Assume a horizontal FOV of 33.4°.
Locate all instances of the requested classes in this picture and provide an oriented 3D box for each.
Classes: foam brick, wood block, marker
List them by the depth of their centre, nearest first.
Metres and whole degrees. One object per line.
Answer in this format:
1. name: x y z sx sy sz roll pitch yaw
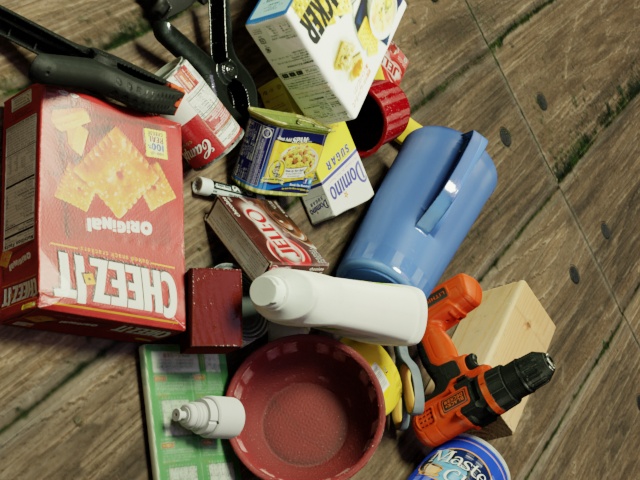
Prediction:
1. foam brick: -0.105 0.068 1.022 0.051 0.053 0.078 3 76 -17
2. marker: -0.089 -0.049 1.172 0.120 0.020 0.020 13 65 -45
3. wood block: 0.223 0.157 1.386 0.091 0.090 0.205 54 42 -17

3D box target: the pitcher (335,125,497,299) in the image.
1. pitcher: 0.118 -0.023 1.292 0.242 0.145 0.149 -58 142 -36

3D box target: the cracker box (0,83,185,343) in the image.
1. cracker box: -0.206 -0.023 0.987 0.163 0.072 0.214 14 65 -45

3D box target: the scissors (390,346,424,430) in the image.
1. scissors: 0.092 0.144 1.288 0.016 0.096 0.202 5 36 -14

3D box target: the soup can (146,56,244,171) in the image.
1. soup can: -0.137 -0.132 1.115 0.102 0.069 0.068 51 43 -20

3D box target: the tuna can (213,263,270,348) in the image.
1. tuna can: -0.093 0.069 1.095 0.086 0.034 0.086 29 44 -32

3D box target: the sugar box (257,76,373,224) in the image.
1. sugar box: -0.003 -0.117 1.278 0.093 0.048 0.176 -29 95 -50

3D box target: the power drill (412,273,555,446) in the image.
1. power drill: 0.175 0.132 1.265 0.057 0.185 0.187 40 27 -39

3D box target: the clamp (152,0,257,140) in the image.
1. clamp: -0.109 -0.195 1.178 0.120 0.039 0.171 -51 126 -34

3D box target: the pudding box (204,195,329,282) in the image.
1. pudding box: -0.057 0.001 1.133 0.089 0.039 0.114 4 36 -49

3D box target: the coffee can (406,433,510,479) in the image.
1. coffee can: 0.144 0.300 1.224 0.140 0.103 0.103 -36 102 -49

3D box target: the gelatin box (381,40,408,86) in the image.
1. gelatin box: 0.076 -0.245 1.434 0.089 0.030 0.073 46 45 -25

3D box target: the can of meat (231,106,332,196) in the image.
1. can of meat: -0.045 -0.097 1.187 0.101 0.058 0.084 2 111 -48

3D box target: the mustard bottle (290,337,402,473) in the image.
1. mustard bottle: 0.019 0.190 1.164 0.096 0.058 0.191 59 40 -16

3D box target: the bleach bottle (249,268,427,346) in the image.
1. bleach bottle: 0.014 0.065 1.077 0.250 0.103 0.068 17 76 -60

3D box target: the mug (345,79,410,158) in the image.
1. mug: 0.057 -0.167 1.333 0.081 0.093 0.117 -29 104 -55

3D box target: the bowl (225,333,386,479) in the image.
1. bowl: -0.016 0.179 1.081 0.055 0.162 0.162 92 -2 -64

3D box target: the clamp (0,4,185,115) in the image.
1. clamp: -0.209 -0.155 0.987 0.209 0.036 0.165 19 17 -38
